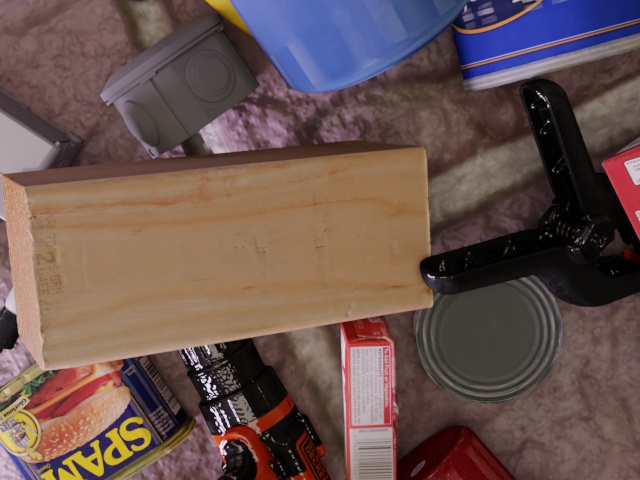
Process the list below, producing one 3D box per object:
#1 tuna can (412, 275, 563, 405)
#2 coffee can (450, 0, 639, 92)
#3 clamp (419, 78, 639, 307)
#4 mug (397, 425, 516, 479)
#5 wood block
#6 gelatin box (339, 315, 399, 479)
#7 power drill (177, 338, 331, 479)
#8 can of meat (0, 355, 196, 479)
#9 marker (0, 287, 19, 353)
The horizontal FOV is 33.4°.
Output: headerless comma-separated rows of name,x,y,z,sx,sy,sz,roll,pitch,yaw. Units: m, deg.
tuna can,0.098,0.052,0.634,0.086,0.034,0.086,0,97,1
coffee can,0.111,-0.160,0.571,0.103,0.103,0.140,-15,97,2
clamp,0.130,0.000,0.583,0.171,0.039,0.120,32,102,-37
mug,0.071,0.171,0.623,0.117,0.093,0.081,-41,91,6
wood block,-0.054,0.001,0.563,0.205,0.091,0.090,-7,99,-23
gelatin box,0.028,0.092,0.620,0.030,0.073,0.089,-1,97,-1
power drill,-0.050,0.135,0.572,0.057,0.187,0.184,-26,97,22
can of meat,-0.139,0.104,0.632,0.102,0.057,0.084,-33,94,5
marker,-0.166,0.015,0.639,0.020,0.020,0.121,30,97,-3
